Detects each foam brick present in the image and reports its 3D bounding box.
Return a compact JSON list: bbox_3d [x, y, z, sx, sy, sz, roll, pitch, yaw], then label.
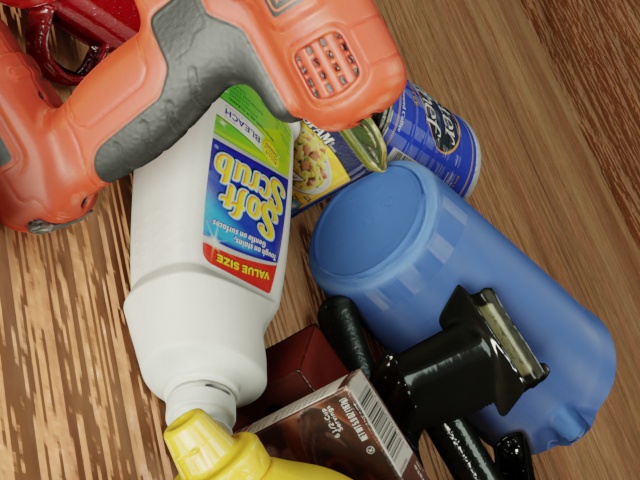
[{"bbox_3d":[-0.006,0.094,0.555,0.078,0.053,0.051,54,21,-15],"label":"foam brick"}]

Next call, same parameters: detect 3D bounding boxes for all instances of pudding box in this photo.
[{"bbox_3d":[0.007,0.127,0.486,0.113,0.090,0.039,61,19,1],"label":"pudding box"}]

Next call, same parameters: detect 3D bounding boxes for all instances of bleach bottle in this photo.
[{"bbox_3d":[-0.054,0.001,0.554,0.102,0.068,0.251,44,28,-37],"label":"bleach bottle"}]

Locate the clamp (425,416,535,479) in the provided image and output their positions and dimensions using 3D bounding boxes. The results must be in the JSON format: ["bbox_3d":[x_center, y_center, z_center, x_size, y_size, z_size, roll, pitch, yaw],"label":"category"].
[{"bbox_3d":[0.126,0.183,0.670,0.164,0.036,0.210,33,29,-52],"label":"clamp"}]

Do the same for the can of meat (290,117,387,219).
[{"bbox_3d":[-0.018,-0.070,0.698,0.102,0.084,0.057,51,22,-25],"label":"can of meat"}]

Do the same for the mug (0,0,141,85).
[{"bbox_3d":[-0.122,-0.137,0.552,0.081,0.093,0.117,28,68,-64],"label":"mug"}]

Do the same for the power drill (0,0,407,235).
[{"bbox_3d":[-0.080,-0.100,0.440,0.184,0.188,0.057,62,22,-1],"label":"power drill"}]

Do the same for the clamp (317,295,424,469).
[{"bbox_3d":[0.044,0.125,0.657,0.120,0.039,0.171,41,28,-36],"label":"clamp"}]

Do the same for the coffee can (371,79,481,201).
[{"bbox_3d":[0.047,-0.076,0.822,0.140,0.103,0.103,24,41,-52],"label":"coffee can"}]

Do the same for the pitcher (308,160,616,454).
[{"bbox_3d":[0.099,0.044,0.784,0.242,0.149,0.145,41,58,-37],"label":"pitcher"}]
